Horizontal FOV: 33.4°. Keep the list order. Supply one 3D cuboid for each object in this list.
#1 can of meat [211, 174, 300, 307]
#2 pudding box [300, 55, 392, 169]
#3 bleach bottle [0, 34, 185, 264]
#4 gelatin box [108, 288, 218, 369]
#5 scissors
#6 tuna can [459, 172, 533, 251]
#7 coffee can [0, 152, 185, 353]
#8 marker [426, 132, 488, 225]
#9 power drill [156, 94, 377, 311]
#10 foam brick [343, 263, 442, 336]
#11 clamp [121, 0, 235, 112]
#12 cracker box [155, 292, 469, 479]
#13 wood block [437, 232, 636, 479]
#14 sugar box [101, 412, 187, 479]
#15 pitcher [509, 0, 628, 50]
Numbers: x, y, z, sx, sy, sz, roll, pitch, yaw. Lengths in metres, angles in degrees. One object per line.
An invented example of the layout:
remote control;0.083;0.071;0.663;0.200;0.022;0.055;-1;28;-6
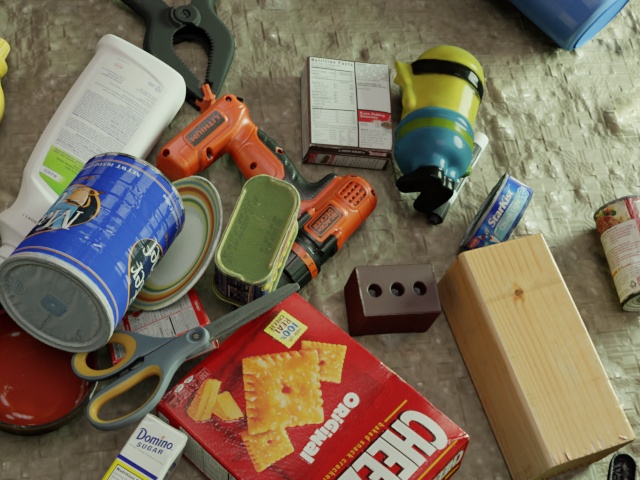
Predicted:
can of meat;-0.056;0.001;0.934;0.057;0.084;0.102;21;72;2
pudding box;0.027;-0.132;1.097;0.090;0.039;0.113;4;62;-10
bleach bottle;-0.230;-0.073;1.000;0.102;0.068;0.250;29;64;4
gelatin box;-0.139;0.084;0.928;0.089;0.030;0.073;-23;27;-7
scissors;-0.120;0.076;0.883;0.096;0.016;0.201;36;64;28
tuna can;0.173;-0.022;1.047;0.034;0.086;0.086;32;62;2
coffee can;-0.187;0.008;0.885;0.103;0.103;0.140;27;46;1
marker;0.140;-0.063;1.098;0.020;0.020;0.121;30;62;3
power drill;-0.066;-0.035;1.020;0.188;0.057;0.184;42;67;8
foam brick;0.066;0.056;1.005;0.078;0.051;0.053;-3;65;-13
clamp;-0.136;-0.232;1.110;0.164;0.036;0.210;-19;72;-20
cracker box;-0.009;0.163;0.903;0.214;0.072;0.164;38;61;22
wood block;0.194;0.110;0.985;0.090;0.090;0.206;-13;68;-17
sugar box;-0.172;0.229;0.846;0.048;0.093;0.176;28;61;2
pitcher;0.227;-0.328;1.184;0.149;0.145;0.243;-41;81;-5
